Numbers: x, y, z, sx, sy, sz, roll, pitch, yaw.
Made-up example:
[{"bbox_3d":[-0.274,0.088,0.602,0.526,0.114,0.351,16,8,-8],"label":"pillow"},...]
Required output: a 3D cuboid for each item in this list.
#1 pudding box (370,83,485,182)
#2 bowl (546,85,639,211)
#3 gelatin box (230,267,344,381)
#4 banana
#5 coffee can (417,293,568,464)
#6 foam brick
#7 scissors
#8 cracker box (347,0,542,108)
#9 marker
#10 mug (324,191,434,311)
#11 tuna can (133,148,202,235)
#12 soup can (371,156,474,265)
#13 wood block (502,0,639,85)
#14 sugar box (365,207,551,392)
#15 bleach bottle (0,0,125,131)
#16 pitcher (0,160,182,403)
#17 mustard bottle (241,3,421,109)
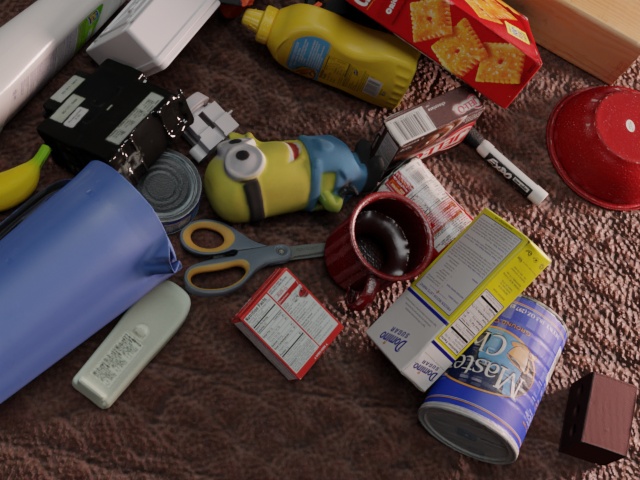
[{"bbox_3d":[0.110,-0.114,1.140,0.113,0.090,0.039,-23,74,-20],"label":"pudding box"},{"bbox_3d":[0.342,-0.117,1.213,0.162,0.055,0.162,4,67,-11],"label":"bowl"},{"bbox_3d":[-0.033,0.082,1.051,0.089,0.030,0.073,46,65,-10],"label":"gelatin box"},{"bbox_3d":[-0.361,-0.057,1.038,0.197,0.037,0.069,0,73,-8],"label":"banana"},{"bbox_3d":[0.170,0.132,1.047,0.103,0.103,0.140,30,65,0],"label":"coffee can"},{"bbox_3d":[0.281,0.180,1.080,0.051,0.053,0.078,19,65,-5],"label":"foam brick"},{"bbox_3d":[-0.057,0.001,1.096,0.201,0.016,0.096,-21,64,-28],"label":"scissors"},{"bbox_3d":[0.129,-0.251,1.143,0.213,0.072,0.164,33,26,-12],"label":"cracker box"},{"bbox_3d":[0.202,-0.085,1.188,0.121,0.020,0.020,43,66,6],"label":"marker"},{"bbox_3d":[0.052,0.018,1.071,0.093,0.082,0.117,22,64,-16],"label":"mug"},{"bbox_3d":[-0.163,-0.050,1.083,0.086,0.034,0.086,4,68,-11],"label":"tuna can"},{"bbox_3d":[0.110,-0.030,1.118,0.068,0.069,0.102,-37,80,-23],"label":"soup can"},{"bbox_3d":[0.285,-0.284,1.248,0.206,0.090,0.090,30,66,0],"label":"wood block"},{"bbox_3d":[0.132,0.056,1.040,0.176,0.093,0.048,-48,118,3],"label":"sugar box"},{"bbox_3d":[-0.277,-0.212,1.099,0.068,0.103,0.250,40,57,-3],"label":"bleach bottle"},{"bbox_3d":[-0.262,0.043,0.982,0.242,0.149,0.145,-41,97,-20],"label":"pitcher"},{"bbox_3d":[0.007,-0.207,1.150,0.191,0.096,0.058,20,68,-4],"label":"mustard bottle"}]
